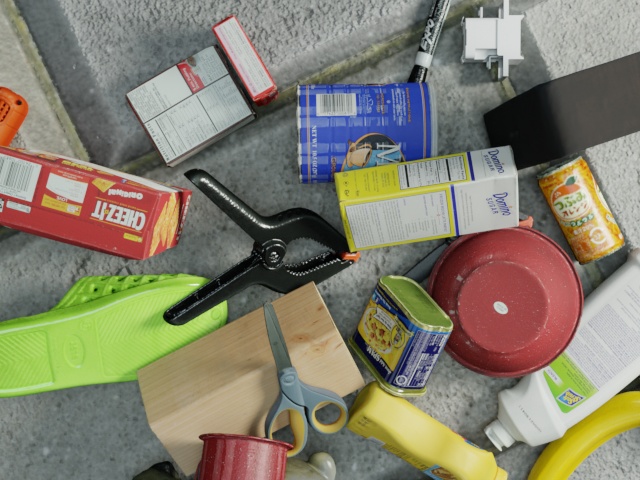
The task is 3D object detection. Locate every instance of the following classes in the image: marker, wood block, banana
[{"bbox_3d":[0.117,-0.216,1.138,0.020,0.020,0.121,18,91,-1],"label":"marker"},{"bbox_3d":[-0.073,0.141,1.094,0.206,0.090,0.090,-27,128,0],"label":"wood block"},{"bbox_3d":[0.286,0.213,1.125,0.198,0.069,0.037,-37,119,15],"label":"banana"}]

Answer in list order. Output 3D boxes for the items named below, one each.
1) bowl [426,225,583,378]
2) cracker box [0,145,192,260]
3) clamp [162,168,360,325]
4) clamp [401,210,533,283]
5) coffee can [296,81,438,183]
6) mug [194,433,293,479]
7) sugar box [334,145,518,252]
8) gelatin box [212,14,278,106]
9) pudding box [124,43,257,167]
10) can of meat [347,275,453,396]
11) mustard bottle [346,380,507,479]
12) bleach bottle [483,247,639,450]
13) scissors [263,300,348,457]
[{"bbox_3d":[0.185,0.064,1.082,0.162,0.055,0.162,1,93,11],"label":"bowl"},{"bbox_3d":[-0.224,-0.037,1.044,0.164,0.213,0.072,15,93,0],"label":"cracker box"},{"bbox_3d":[-0.057,0.001,1.090,0.209,0.036,0.165,-5,114,-23],"label":"clamp"},{"bbox_3d":[0.138,0.002,1.134,0.171,0.039,0.120,1,98,7],"label":"clamp"},{"bbox_3d":[0.046,-0.111,1.098,0.140,0.103,0.103,-1,91,0],"label":"coffee can"},{"bbox_3d":[-0.085,0.235,1.031,0.093,0.117,0.081,22,66,-41],"label":"mug"},{"bbox_3d":[0.108,-0.041,1.071,0.176,0.093,0.048,-10,57,4],"label":"sugar box"},{"bbox_3d":[-0.076,-0.185,1.111,0.030,0.073,0.089,-31,91,1],"label":"gelatin box"},{"bbox_3d":[-0.136,-0.143,1.130,0.113,0.039,0.090,-30,92,2],"label":"pudding box"},{"bbox_3d":[0.082,0.095,1.092,0.057,0.102,0.084,6,118,-33],"label":"can of meat"},{"bbox_3d":[0.120,0.218,1.108,0.191,0.096,0.058,33,73,-1],"label":"mustard bottle"},{"bbox_3d":[0.272,0.125,1.124,0.251,0.068,0.102,-41,76,5],"label":"bleach bottle"},{"bbox_3d":[-0.014,0.134,1.043,0.096,0.016,0.202,-7,126,-17],"label":"scissors"}]
